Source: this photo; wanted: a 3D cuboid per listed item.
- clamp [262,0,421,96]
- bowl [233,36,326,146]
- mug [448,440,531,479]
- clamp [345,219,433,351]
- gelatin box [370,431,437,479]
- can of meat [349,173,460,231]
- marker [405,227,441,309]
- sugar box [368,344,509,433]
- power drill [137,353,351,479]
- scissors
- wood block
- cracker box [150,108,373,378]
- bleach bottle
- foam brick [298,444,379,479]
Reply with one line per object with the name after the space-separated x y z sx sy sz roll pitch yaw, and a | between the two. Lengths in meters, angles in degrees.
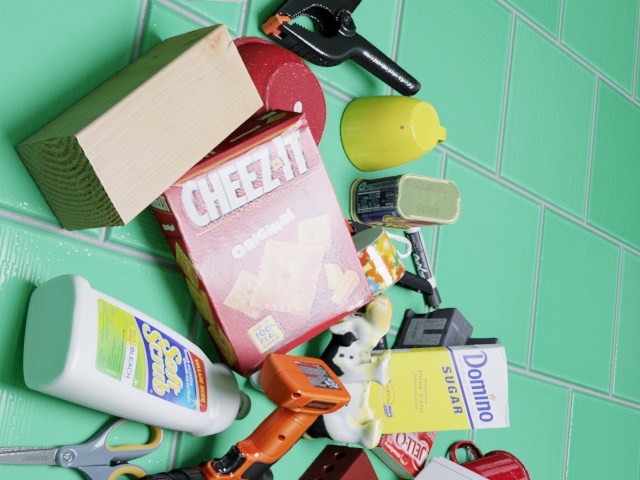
0.026 -0.229 1.196 0.209 0.036 0.164 -17 81 -45 | clamp
-0.044 -0.137 1.119 0.161 0.055 0.162 3 86 -48 | bowl
0.200 0.305 1.343 0.081 0.093 0.117 -2 58 -43 | mug
0.068 0.037 1.241 0.120 0.039 0.171 -43 118 -38 | clamp
0.099 0.234 1.269 0.089 0.030 0.073 47 55 -34 | gelatin box
0.099 -0.045 1.235 0.101 0.084 0.057 6 83 -36 | can of meat
0.127 0.029 1.322 0.020 0.020 0.121 -33 111 -44 | marker
0.122 0.168 1.207 0.048 0.176 0.093 -30 116 -89 | sugar box
-0.072 0.189 0.993 0.188 0.057 0.184 -50 150 16 | power drill
-0.216 0.207 0.936 0.201 0.016 0.096 -10 94 -48 | scissors
-0.158 -0.104 0.966 0.205 0.090 0.091 -47 121 -39 | wood block
-0.057 0.001 1.047 0.164 0.072 0.213 -29 111 -22 | cracker box
-0.153 0.117 0.977 0.250 0.068 0.102 29 51 -48 | bleach bottle
0.018 0.267 1.162 0.078 0.053 0.051 -44 119 -40 | foam brick
